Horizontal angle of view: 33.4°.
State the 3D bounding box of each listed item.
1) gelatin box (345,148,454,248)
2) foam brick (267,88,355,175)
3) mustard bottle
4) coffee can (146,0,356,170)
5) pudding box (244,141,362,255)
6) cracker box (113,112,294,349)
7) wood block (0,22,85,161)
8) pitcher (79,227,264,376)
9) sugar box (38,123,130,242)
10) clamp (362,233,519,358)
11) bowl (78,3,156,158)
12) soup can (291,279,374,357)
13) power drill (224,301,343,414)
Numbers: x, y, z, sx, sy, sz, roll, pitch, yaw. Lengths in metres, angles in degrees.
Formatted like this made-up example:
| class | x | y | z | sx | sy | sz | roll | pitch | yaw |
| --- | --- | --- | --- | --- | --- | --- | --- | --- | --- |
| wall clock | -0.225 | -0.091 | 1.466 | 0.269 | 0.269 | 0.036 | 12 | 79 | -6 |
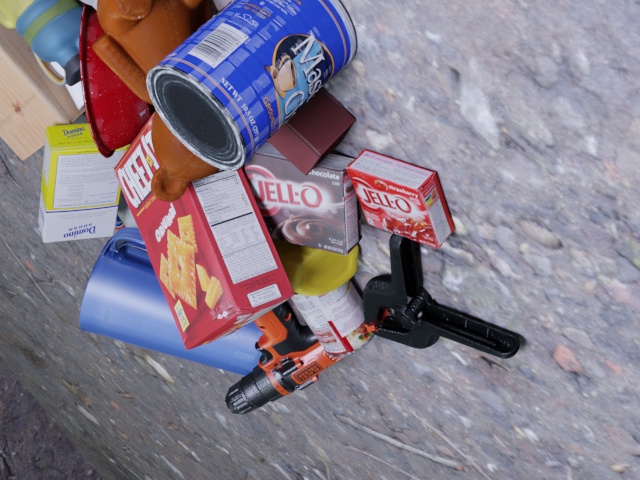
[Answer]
| class | x | y | z | sx | sy | sz | roll | pitch | yaw |
| --- | --- | --- | --- | --- | --- | --- | --- | --- | --- |
| gelatin box | 0.071 | -0.037 | 0.961 | 0.089 | 0.030 | 0.073 | 22 | 148 | 40 |
| foam brick | -0.018 | -0.108 | 0.958 | 0.078 | 0.053 | 0.051 | 43 | 156 | 3 |
| mustard bottle | -0.057 | 0.001 | 1.146 | 0.192 | 0.096 | 0.058 | 22 | 119 | 39 |
| coffee can | -0.054 | -0.139 | 0.853 | 0.103 | 0.140 | 0.103 | 35 | 155 | 19 |
| pudding box | -0.017 | -0.042 | 1.024 | 0.114 | 0.039 | 0.090 | 12 | 124 | 26 |
| cracker box | -0.124 | -0.012 | 1.072 | 0.164 | 0.072 | 0.214 | -34 | 78 | 60 |
| wood block | -0.379 | -0.211 | 1.270 | 0.091 | 0.090 | 0.206 | -30 | 108 | 29 |
| pitcher | -0.173 | 0.082 | 1.360 | 0.243 | 0.145 | 0.149 | 18 | 176 | 4 |
| sugar box | -0.290 | -0.069 | 1.297 | 0.176 | 0.093 | 0.048 | 116 | 141 | -51 |
| clamp | 0.091 | 0.060 | 1.082 | 0.164 | 0.036 | 0.210 | 49 | 156 | -12 |
| bowl | -0.197 | -0.165 | 1.078 | 0.055 | 0.162 | 0.162 | -3 | 146 | 2 |
| soup can | 0.011 | 0.071 | 1.187 | 0.069 | 0.068 | 0.102 | 10 | 139 | 51 |
| power drill | -0.076 | 0.117 | 1.256 | 0.187 | 0.184 | 0.057 | 46 | -163 | -38 |
